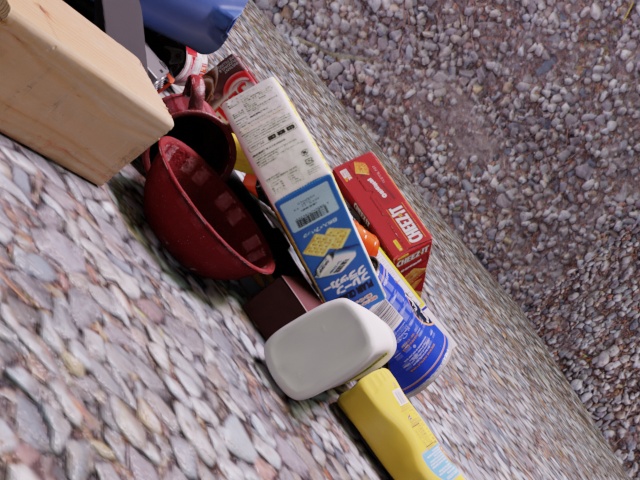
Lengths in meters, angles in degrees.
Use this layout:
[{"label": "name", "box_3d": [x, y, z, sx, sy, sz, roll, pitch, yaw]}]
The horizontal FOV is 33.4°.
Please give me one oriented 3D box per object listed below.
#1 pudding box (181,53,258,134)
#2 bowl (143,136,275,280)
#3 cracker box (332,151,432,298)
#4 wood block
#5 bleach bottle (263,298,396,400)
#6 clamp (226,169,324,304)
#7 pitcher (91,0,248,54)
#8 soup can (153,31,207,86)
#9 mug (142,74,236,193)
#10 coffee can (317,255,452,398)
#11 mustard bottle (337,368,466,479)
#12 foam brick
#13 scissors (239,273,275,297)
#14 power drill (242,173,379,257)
[{"label": "pudding box", "box_3d": [-0.118, -0.154, 1.276, 0.090, 0.113, 0.039, 54, 8, 15]}, {"label": "bowl", "box_3d": [-0.113, -0.018, 0.989, 0.162, 0.055, 0.162, 49, 10, -13]}, {"label": "cracker box", "box_3d": [0.084, -0.003, 1.530, 0.164, 0.072, 0.214, 56, -15, 23]}, {"label": "wood block", "box_3d": [-0.219, -0.133, 0.838, 0.091, 0.090, 0.205, 58, 12, 29]}, {"label": "bleach bottle", "box_3d": [0.021, 0.112, 1.062, 0.068, 0.102, 0.250, 59, 4, 12]}, {"label": "clamp", "box_3d": [-0.058, 0.001, 1.200, 0.210, 0.036, 0.164, 56, -1, 0]}, {"label": "pitcher", "box_3d": [-0.212, -0.320, 1.226, 0.242, 0.149, 0.145, 18, 72, -37]}, {"label": "soup can", "box_3d": [-0.189, -0.233, 1.370, 0.068, 0.068, 0.102, 52, 10, 2]}, {"label": "mug", "box_3d": [-0.135, -0.111, 1.076, 0.093, 0.117, 0.081, 3, 24, -17]}, {"label": "coffee can", "box_3d": [0.070, 0.102, 1.238, 0.140, 0.103, 0.103, 48, 11, -19]}, {"label": "mustard bottle", "box_3d": [0.096, 0.220, 1.066, 0.192, 0.058, 0.096, 53, 12, 12]}, {"label": "foam brick", "box_3d": [-0.032, 0.070, 1.052, 0.053, 0.051, 0.078, 55, 11, 12]}, {"label": "scissors", "box_3d": [-0.101, -0.014, 1.142, 0.202, 0.016, 0.096, 59, 11, 33]}, {"label": "power drill", "box_3d": [-0.031, -0.046, 1.318, 0.184, 0.057, 0.188, 36, 3, -31]}]
